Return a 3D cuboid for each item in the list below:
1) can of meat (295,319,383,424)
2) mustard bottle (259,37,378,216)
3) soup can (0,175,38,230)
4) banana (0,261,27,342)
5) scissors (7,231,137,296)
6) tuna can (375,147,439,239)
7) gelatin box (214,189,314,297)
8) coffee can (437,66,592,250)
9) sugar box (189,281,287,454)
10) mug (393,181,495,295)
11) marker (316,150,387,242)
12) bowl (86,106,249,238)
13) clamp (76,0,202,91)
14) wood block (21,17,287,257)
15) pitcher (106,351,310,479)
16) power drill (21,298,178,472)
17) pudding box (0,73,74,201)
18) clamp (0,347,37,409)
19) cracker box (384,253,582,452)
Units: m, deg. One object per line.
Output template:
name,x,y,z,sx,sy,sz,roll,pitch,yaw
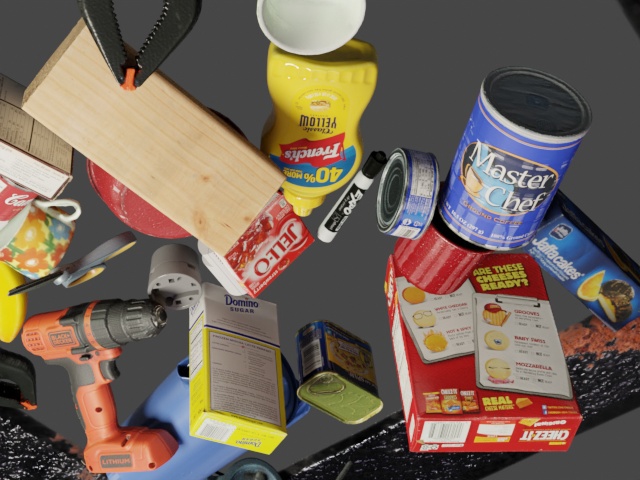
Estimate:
can of meat,0.019,0.147,1.208,0.102,0.084,0.058,33,123,-33
mustard bottle,-0.007,-0.097,0.981,0.096,0.058,0.192,3,135,-6
soup can,-0.307,-0.046,0.989,0.102,0.068,0.068,-37,128,27
banana,-0.338,0.031,1.079,0.069,0.037,0.197,-27,139,-2
scissors,-0.228,0.021,1.015,0.096,0.202,0.016,-35,89,0
tuna can,0.082,-0.045,1.024,0.033,0.086,0.086,10,133,-15
gelatin box,-0.057,0.001,1.064,0.089,0.030,0.073,-43,132,-12
coffee can,0.177,-0.075,0.993,0.102,0.103,0.140,6,134,-12
sugar box,-0.089,0.131,1.114,0.093,0.176,0.048,19,127,-23
mug,0.134,-0.002,1.081,0.117,0.093,0.082,-21,154,-40
marker,0.031,-0.044,1.065,0.020,0.020,0.121,17,130,-22
bowl,-0.142,-0.053,1.012,0.162,0.055,0.162,-3,135,-3
clamp,-0.142,-0.221,0.803,0.164,0.036,0.210,14,100,-13
wood block,-0.140,-0.090,0.903,0.206,0.091,0.090,38,94,-20
pitcher,-0.137,0.213,1.232,0.149,0.144,0.243,47,125,-2
power drill,-0.216,0.151,1.131,0.185,0.057,0.187,-9,105,32
pudding box,-0.269,-0.097,0.928,0.113,0.090,0.039,28,125,-30
clamp,-0.384,0.143,1.189,0.120,0.039,0.171,-16,134,12
cracker box,0.160,0.113,1.099,0.164,0.213,0.072,0,136,-6
